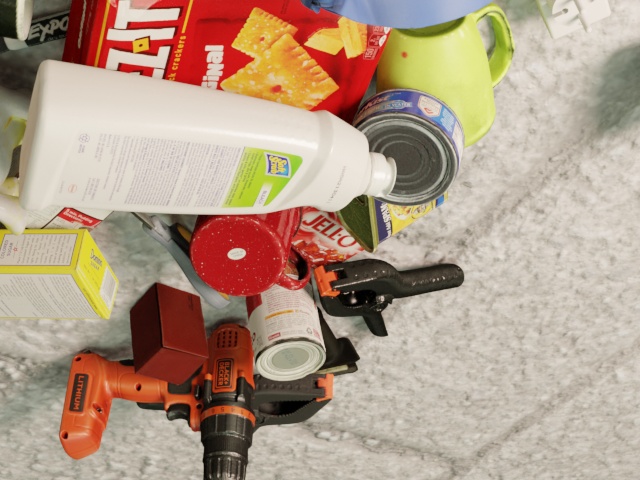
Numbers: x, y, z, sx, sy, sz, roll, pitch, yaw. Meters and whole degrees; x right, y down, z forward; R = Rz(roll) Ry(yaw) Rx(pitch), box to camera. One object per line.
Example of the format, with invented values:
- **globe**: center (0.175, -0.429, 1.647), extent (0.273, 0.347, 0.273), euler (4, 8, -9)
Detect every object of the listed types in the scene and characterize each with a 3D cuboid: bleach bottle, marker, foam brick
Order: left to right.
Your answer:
- **marker**: center (-0.194, -0.152, 0.765), extent (0.121, 0.020, 0.020), euler (-14, 141, 3)
- **foam brick**: center (-0.145, 0.090, 1.020), extent (0.052, 0.078, 0.051), euler (21, 129, -34)
- **bleach bottle**: center (-0.071, -0.055, 0.727), extent (0.250, 0.068, 0.103), euler (7, 138, -21)

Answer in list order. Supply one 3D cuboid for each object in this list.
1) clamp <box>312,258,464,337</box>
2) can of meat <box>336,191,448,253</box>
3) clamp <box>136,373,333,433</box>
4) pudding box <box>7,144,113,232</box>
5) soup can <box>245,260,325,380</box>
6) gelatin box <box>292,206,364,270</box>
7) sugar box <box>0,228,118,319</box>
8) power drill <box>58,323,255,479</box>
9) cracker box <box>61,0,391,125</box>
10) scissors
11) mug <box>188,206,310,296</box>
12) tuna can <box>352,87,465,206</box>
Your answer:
- **clamp**: center (0.063, 0.046, 1.033), extent (0.120, 0.039, 0.171), euler (-38, 151, 18)
- **can of meat**: center (0.059, -0.051, 0.897), extent (0.083, 0.057, 0.102), euler (-32, 144, -16)
- **clamp**: center (-0.082, 0.175, 1.147), extent (0.210, 0.036, 0.164), euler (-23, 141, 34)
- **pudding box**: center (-0.207, -0.050, 0.869), extent (0.114, 0.039, 0.089), euler (-38, 134, 26)
- **soup can**: center (-0.035, 0.072, 1.006), extent (0.068, 0.102, 0.068), euler (-7, 141, -6)
- **gelatin box**: center (0.002, -0.013, 0.970), extent (0.073, 0.030, 0.089), euler (-31, 137, 21)
- **sugar box**: center (-0.271, 0.029, 0.907), extent (0.176, 0.048, 0.093), euler (2, 149, 10)
- **power drill**: center (-0.156, 0.171, 1.047), extent (0.188, 0.184, 0.057), euler (-4, 141, 6)
- **cracker box**: center (-0.068, -0.133, 0.760), extent (0.213, 0.072, 0.164), euler (-2, 141, -24)
- **scissors**: center (-0.124, 0.006, 0.884), extent (0.016, 0.096, 0.201), euler (-36, 162, 5)
- **mug**: center (-0.056, 0.001, 0.902), extent (0.117, 0.081, 0.093), euler (41, 116, -18)
- **tuna can**: center (0.062, -0.067, 0.785), extent (0.086, 0.033, 0.086), euler (9, 131, 10)
